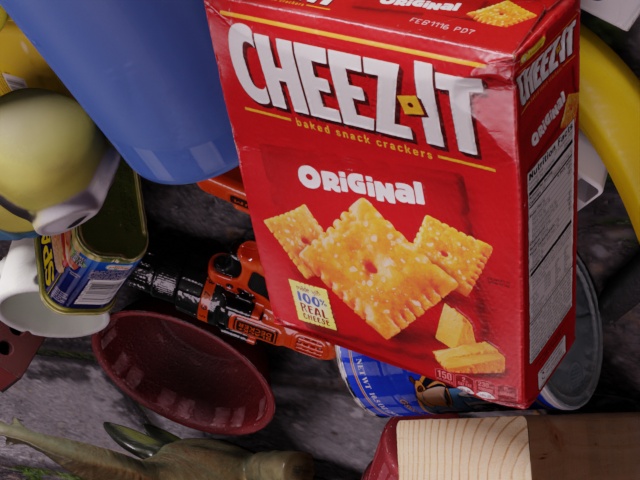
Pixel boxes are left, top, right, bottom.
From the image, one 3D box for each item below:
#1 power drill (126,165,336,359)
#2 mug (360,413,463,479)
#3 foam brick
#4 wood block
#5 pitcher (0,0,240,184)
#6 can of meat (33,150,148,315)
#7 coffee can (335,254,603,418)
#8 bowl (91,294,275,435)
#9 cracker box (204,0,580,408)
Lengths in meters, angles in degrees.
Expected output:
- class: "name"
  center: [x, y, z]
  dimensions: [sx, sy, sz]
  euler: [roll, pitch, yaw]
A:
- class: "power drill"
  center: [-0.055, 0.001, 0.740]
  dimensions: [0.184, 0.057, 0.188]
  euler: [18, 145, 3]
- class: "mug"
  center: [0.092, 0.191, 0.853]
  dimensions: [0.117, 0.093, 0.081]
  euler: [32, 141, 20]
- class: "foam brick"
  center: [-0.277, 0.086, 0.947]
  dimensions: [0.053, 0.078, 0.051]
  euler: [35, 141, -17]
- class: "wood block"
  center: [0.146, 0.160, 0.703]
  dimensions: [0.091, 0.090, 0.205]
  euler: [-9, 168, 37]
- class: "pitcher"
  center: [-0.111, -0.149, 0.546]
  dimensions: [0.145, 0.149, 0.242]
  euler: [-12, 135, 18]
- class: "can of meat"
  center: [-0.162, -0.010, 0.750]
  dimensions: [0.057, 0.102, 0.084]
  euler: [3, 150, -30]
- class: "coffee can"
  center: [0.095, 0.060, 0.687]
  dimensions: [0.141, 0.102, 0.102]
  euler: [-10, 131, 38]
- class: "bowl"
  center: [-0.103, 0.091, 0.873]
  dimensions: [0.162, 0.055, 0.162]
  euler: [16, 142, 12]
- class: "cracker box"
  center: [0.040, -0.029, 0.536]
  dimensions: [0.164, 0.072, 0.214]
  euler: [17, 137, 30]
